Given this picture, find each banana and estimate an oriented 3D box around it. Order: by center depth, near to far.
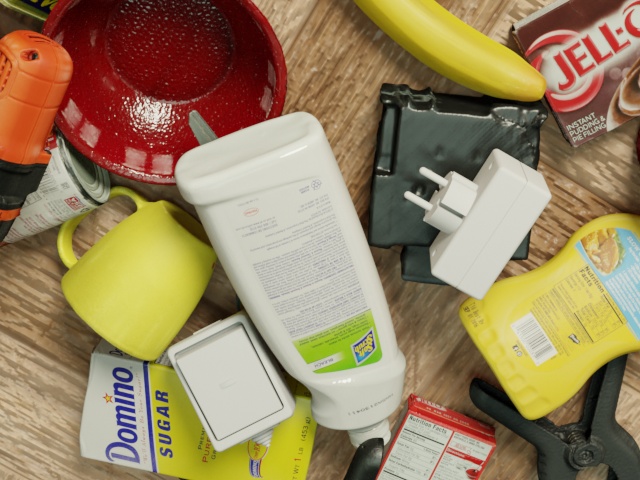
[{"bbox_3d":[0.062,-0.154,0.692,0.197,0.070,0.037,44,68,-12],"label":"banana"}]

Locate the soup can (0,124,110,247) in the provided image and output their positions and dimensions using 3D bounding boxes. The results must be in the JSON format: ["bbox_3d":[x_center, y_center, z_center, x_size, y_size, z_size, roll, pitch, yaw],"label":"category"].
[{"bbox_3d":[-0.209,-0.038,0.751,0.102,0.068,0.068,-21,107,11],"label":"soup can"}]

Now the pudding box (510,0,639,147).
[{"bbox_3d":[0.195,-0.127,0.702,0.113,0.039,0.090,-28,105,13],"label":"pudding box"}]

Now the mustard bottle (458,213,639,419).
[{"bbox_3d":[0.198,0.037,0.741,0.191,0.058,0.096,-33,79,4],"label":"mustard bottle"}]

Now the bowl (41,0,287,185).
[{"bbox_3d":[-0.102,-0.118,0.708,0.162,0.055,0.162,0,126,-1],"label":"bowl"}]

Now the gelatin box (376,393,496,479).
[{"bbox_3d":[0.085,0.171,0.825,0.073,0.030,0.089,22,110,-2],"label":"gelatin box"}]

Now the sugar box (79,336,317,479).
[{"bbox_3d":[-0.092,0.136,0.817,0.176,0.048,0.093,10,108,-1],"label":"sugar box"}]

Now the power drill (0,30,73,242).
[{"bbox_3d":[-0.245,-0.078,0.691,0.188,0.057,0.184,41,111,31],"label":"power drill"}]

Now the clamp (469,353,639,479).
[{"bbox_3d":[0.184,0.152,0.805,0.120,0.039,0.171,-13,109,12],"label":"clamp"}]

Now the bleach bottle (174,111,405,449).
[{"bbox_3d":[-0.008,0.044,0.726,0.102,0.068,0.251,-20,117,-1],"label":"bleach bottle"}]
